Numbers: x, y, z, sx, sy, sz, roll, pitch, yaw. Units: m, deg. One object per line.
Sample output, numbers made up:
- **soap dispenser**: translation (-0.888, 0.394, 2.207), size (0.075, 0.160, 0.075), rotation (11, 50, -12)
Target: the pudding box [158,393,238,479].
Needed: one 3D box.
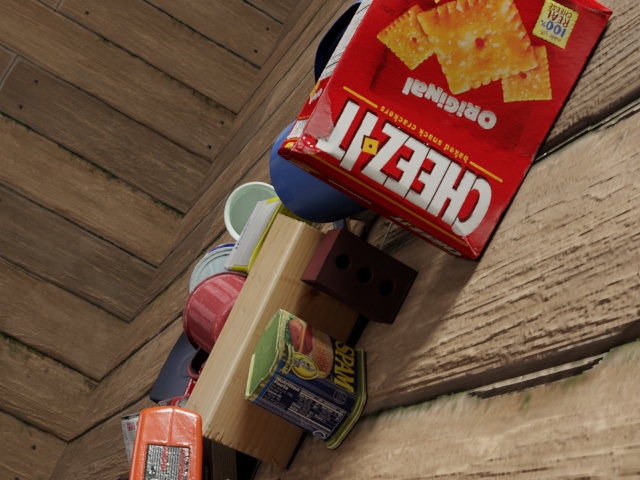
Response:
- **pudding box**: translation (-0.123, 0.211, 1.075), size (0.090, 0.039, 0.113), rotation (-21, 71, 48)

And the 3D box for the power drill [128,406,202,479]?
- **power drill**: translation (-0.136, 0.218, 0.923), size (0.188, 0.057, 0.184), rotation (104, 167, -53)

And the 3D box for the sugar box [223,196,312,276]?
- **sugar box**: translation (-0.057, 0.001, 1.179), size (0.093, 0.048, 0.176), rotation (-62, 9, -6)

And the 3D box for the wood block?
- **wood block**: translation (-0.035, 0.090, 0.982), size (0.206, 0.090, 0.090), rotation (-64, 18, -1)

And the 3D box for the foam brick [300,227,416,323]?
- **foam brick**: translation (0.032, 0.030, 0.915), size (0.053, 0.078, 0.051), rotation (-62, 10, -8)

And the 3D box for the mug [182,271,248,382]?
- **mug**: translation (-0.089, 0.093, 1.060), size (0.117, 0.093, 0.082), rotation (-49, 24, -8)

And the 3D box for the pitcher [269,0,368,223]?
- **pitcher**: translation (0.041, -0.102, 0.972), size (0.243, 0.145, 0.149), rotation (-26, 42, 62)

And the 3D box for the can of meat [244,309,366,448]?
- **can of meat**: translation (-0.012, 0.113, 0.889), size (0.057, 0.084, 0.102), rotation (-56, 12, 22)

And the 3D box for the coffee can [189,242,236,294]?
- **coffee can**: translation (-0.111, 0.056, 1.355), size (0.103, 0.103, 0.140), rotation (-61, 4, 0)

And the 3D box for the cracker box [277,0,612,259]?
- **cracker box**: translation (0.092, -0.117, 0.798), size (0.213, 0.164, 0.072), rotation (-61, 9, -2)

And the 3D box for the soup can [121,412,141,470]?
- **soup can**: translation (-0.191, 0.249, 1.242), size (0.069, 0.068, 0.102), rotation (150, 110, -68)
